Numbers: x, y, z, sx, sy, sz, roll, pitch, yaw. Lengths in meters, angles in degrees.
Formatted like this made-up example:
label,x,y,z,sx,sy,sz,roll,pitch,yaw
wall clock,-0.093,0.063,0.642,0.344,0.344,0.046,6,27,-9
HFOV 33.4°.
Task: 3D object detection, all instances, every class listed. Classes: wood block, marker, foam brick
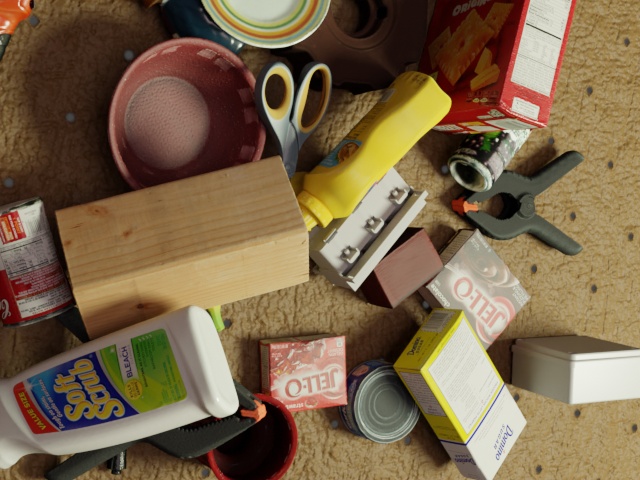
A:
label,x,y,z,sx,sy,sz,roll,pitch,yaw
wood block,-0.121,0.007,0.958,0.206,0.091,0.090,-15,58,-10
marker,-0.190,0.162,1.015,0.020,0.020,0.121,4,90,-26
foam brick,0.080,0.028,1.125,0.078,0.053,0.051,-37,107,-22

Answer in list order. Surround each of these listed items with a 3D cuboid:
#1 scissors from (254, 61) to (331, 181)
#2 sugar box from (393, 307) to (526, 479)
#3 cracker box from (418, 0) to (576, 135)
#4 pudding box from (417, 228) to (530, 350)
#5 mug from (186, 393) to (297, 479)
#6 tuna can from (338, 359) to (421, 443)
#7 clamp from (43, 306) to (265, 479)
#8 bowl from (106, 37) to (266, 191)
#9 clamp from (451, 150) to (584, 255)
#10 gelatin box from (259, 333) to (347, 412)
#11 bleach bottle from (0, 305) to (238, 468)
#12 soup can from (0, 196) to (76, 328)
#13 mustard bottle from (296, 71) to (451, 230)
label,x,y,z,sx,sy,sz,roll,pitch,yaw
scissors,-0.045,-0.083,1.025,0.096,0.016,0.202,23,87,-42
sugar box,0.152,0.166,1.147,0.093,0.048,0.176,-49,124,-32
cracker box,0.180,-0.222,1.103,0.072,0.164,0.214,16,85,-28
pudding box,0.166,0.055,1.175,0.090,0.039,0.113,-47,110,-16
mug,-0.089,0.181,1.030,0.117,0.082,0.093,43,74,-21
tuna can,0.064,0.171,1.132,0.086,0.034,0.086,-1,92,-26
clamp,-0.157,0.157,0.972,0.210,0.036,0.164,10,93,9
bowl,-0.133,-0.109,1.006,0.161,0.055,0.162,-6,101,-31
clamp,0.231,-0.031,1.205,0.171,0.039,0.120,-11,92,-19
gelatin box,-0.017,0.136,1.093,0.089,0.030,0.073,-3,93,-26
bleach bottle,-0.204,0.144,0.927,0.251,0.068,0.102,-22,73,8
soup can,-0.264,0.019,0.946,0.068,0.069,0.102,-20,100,-24
mustard bottle,0.040,-0.080,1.043,0.191,0.096,0.058,-46,105,-8
